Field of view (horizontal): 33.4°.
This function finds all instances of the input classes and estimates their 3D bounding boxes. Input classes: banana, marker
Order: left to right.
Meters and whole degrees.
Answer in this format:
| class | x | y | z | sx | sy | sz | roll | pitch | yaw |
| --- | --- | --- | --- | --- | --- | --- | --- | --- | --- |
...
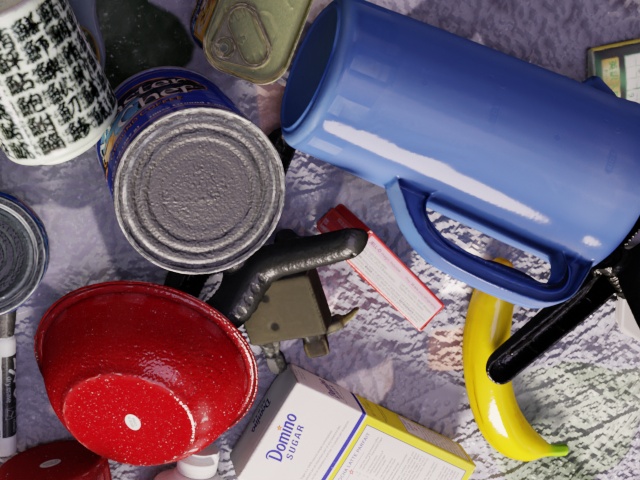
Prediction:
| class | x | y | z | sx | sy | sz | roll | pitch | yaw |
| --- | --- | --- | --- | --- | --- | --- | --- | --- | --- |
| marker | -0.227 | 0.097 | 0.763 | 0.020 | 0.020 | 0.121 | 0 | 108 | -16 |
| banana | 0.148 | 0.110 | 0.869 | 0.069 | 0.037 | 0.198 | -32 | 117 | -24 |

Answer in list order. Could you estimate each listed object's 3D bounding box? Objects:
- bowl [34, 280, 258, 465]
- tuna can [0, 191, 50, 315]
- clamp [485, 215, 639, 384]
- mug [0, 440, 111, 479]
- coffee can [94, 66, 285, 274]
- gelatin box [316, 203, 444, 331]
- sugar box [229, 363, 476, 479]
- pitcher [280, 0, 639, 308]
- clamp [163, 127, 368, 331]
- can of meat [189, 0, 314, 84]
| class | x | y | z | sx | sy | sz | roll | pitch | yaw |
| --- | --- | --- | --- | --- | --- | --- | --- | --- | --- |
| bowl | -0.126 | 0.105 | 0.738 | 0.162 | 0.055 | 0.162 | 4 | 129 | 5 |
| tuna can | -0.226 | 0.009 | 0.714 | 0.086 | 0.034 | 0.086 | -1 | 95 | -11 |
| clamp | 0.231 | 0.029 | 0.801 | 0.036 | 0.165 | 0.209 | 49 | 63 | -24 |
| mug | -0.179 | 0.198 | 0.765 | 0.093 | 0.117 | 0.081 | -25 | 114 | -49 |
| coffee can | -0.088 | -0.050 | 0.686 | 0.102 | 0.140 | 0.103 | -5 | 110 | -15 |
| gelatin box | 0.043 | 0.019 | 0.784 | 0.030 | 0.073 | 0.089 | -46 | 114 | 2 |
| sugar box | 0.026 | 0.174 | 0.849 | 0.176 | 0.048 | 0.093 | 29 | 99 | -19 |
| pitcher | 0.098 | -0.066 | 0.738 | 0.242 | 0.149 | 0.145 | 19 | 116 | -18 |
| clamp | -0.055 | 0.001 | 0.752 | 0.172 | 0.120 | 0.039 | -33 | 142 | 15 |
| can of meat | -0.044 | -0.160 | 0.691 | 0.057 | 0.084 | 0.102 | 17 | 103 | -21 |
